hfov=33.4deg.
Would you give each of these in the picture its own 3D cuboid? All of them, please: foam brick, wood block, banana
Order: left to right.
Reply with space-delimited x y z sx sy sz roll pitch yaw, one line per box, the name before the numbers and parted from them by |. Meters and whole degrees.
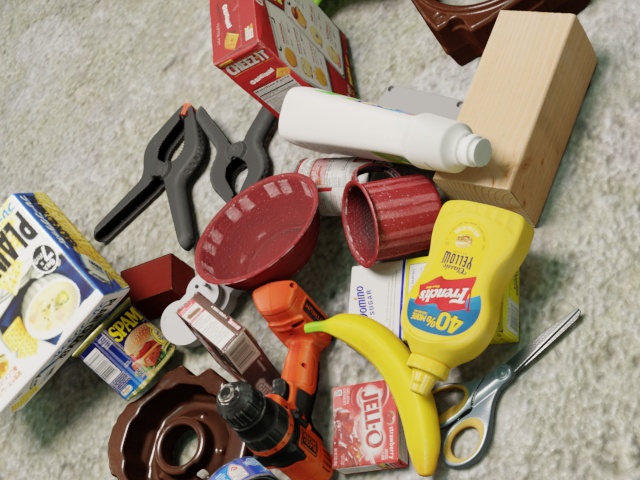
foam brick | -0.196 0.057 1.287 0.078 0.053 0.051 -19 57 21
banana | 0.068 0.138 1.058 0.070 0.037 0.198 -43 67 7
wood block | 0.208 -0.130 1.122 0.091 0.090 0.206 12 72 35

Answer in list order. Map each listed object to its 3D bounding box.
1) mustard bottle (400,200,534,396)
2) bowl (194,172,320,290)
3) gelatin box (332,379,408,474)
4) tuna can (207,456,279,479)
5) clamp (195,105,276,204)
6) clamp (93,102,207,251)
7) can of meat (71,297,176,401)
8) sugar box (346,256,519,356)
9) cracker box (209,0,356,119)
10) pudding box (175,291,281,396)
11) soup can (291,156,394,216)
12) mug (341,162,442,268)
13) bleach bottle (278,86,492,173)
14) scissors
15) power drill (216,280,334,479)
mustard bottle | 0.129 0.059 1.027 0.096 0.058 0.191 15 77 38
bowl | -0.058 0.001 1.168 0.162 0.055 0.162 -26 35 20
gelatin box | 0.050 0.188 1.082 0.073 0.030 0.089 -12 59 25
tuna can | -0.083 0.263 1.086 0.086 0.086 0.034 -49 50 -1
clamp | -0.091 -0.114 1.327 0.120 0.039 0.171 -22 63 20
clamp | -0.191 -0.078 1.368 0.165 0.036 0.210 13 72 36
can of meat | -0.220 0.125 1.218 0.058 0.084 0.102 -44 4 25
sugar box | 0.115 0.065 1.102 0.176 0.048 0.093 -9 62 31
cracker box | -0.042 -0.223 1.243 0.072 0.213 0.164 -24 55 25
pudding box | -0.098 0.116 1.157 0.039 0.113 0.090 -45 49 -16
soup can | 0.027 -0.062 1.208 0.102 0.068 0.068 0 65 30
mug | 0.073 -0.033 1.121 0.081 0.093 0.117 -11 57 -19
bleach bottle | 0.073 -0.109 1.102 0.251 0.102 0.068 17 96 44
scissors | 0.179 0.150 1.035 0.202 0.016 0.096 -29 55 15
power drill | -0.041 0.137 1.080 0.057 0.184 0.187 -13 49 23
